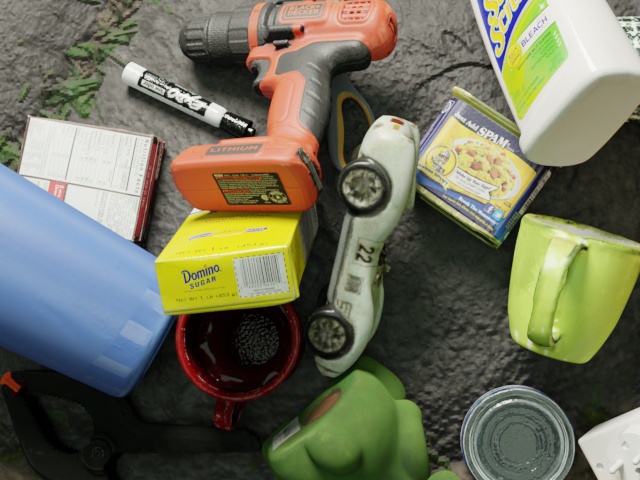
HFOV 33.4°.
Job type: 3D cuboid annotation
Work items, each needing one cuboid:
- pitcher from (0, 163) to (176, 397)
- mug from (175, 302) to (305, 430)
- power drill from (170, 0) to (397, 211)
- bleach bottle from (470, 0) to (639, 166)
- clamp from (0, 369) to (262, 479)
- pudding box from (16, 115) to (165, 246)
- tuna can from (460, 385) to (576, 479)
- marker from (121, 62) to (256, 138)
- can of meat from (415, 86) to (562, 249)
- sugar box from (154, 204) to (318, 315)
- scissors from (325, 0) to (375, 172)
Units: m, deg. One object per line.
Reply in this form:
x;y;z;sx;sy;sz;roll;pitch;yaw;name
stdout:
-0.232;0.023;0.812;0.242;0.149;0.145;29;100;-8;pitcher
-0.058;0.087;0.818;0.093;0.081;0.117;10;85;8;mug
-0.047;-0.109;0.801;0.185;0.057;0.187;0;54;24;power drill
0.152;-0.182;0.802;0.068;0.103;0.251;2;52;-30;bleach bottle
-0.161;0.162;0.847;0.210;0.036;0.164;42;90;10;clamp
-0.191;-0.049;0.873;0.113;0.039;0.090;11;85;7;pudding box
0.149;0.153;0.808;0.086;0.033;0.086;-1;84;7;tuna can
-0.108;-0.113;0.878;0.121;0.020;0.020;27;88;9;marker
0.121;-0.054;0.823;0.102;0.057;0.084;35;92;10;can of meat
-0.055;0.001;0.780;0.093;0.176;0.048;-6;109;6;sugar box
-0.007;-0.145;0.870;0.096;0.016;0.202;-14;82;6;scissors
